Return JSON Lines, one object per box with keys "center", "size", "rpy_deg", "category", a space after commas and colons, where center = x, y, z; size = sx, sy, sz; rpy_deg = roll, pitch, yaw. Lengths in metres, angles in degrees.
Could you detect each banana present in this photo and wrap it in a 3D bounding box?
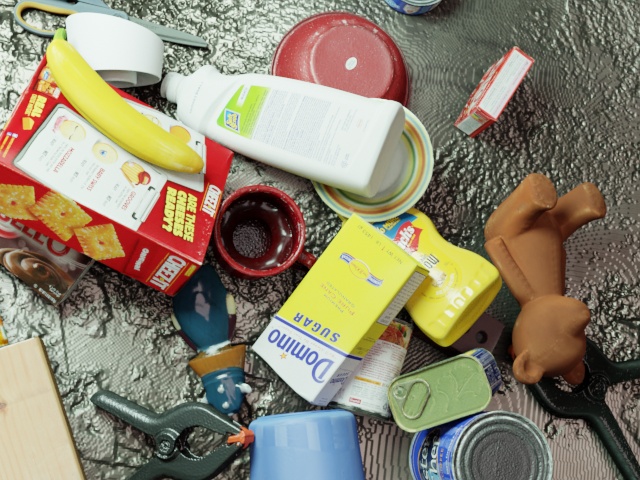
{"center": [-0.194, -0.128, 1.009], "size": [0.198, 0.037, 0.069], "rpy_deg": [45, 41, 0], "category": "banana"}

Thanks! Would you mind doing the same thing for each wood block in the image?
{"center": [-0.278, 0.205, 1.014], "size": [0.090, 0.090, 0.206], "rpy_deg": [-17, 85, -13], "category": "wood block"}

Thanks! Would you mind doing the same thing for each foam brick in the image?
{"center": [0.146, 0.095, 1.142], "size": [0.078, 0.051, 0.053], "rpy_deg": [31, 76, -6], "category": "foam brick"}

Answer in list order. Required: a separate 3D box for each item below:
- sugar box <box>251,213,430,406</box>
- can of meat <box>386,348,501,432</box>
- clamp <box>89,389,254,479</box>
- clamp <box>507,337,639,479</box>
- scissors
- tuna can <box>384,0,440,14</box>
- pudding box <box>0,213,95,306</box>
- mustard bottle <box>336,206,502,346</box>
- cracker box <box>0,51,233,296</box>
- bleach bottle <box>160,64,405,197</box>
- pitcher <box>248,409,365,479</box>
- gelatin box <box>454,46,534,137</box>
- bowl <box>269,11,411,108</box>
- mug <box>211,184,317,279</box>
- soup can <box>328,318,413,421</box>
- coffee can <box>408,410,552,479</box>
{"center": [0.019, 0.070, 1.074], "size": [0.093, 0.048, 0.176], "rpy_deg": [40, 95, 28], "category": "sugar box"}
{"center": [0.127, 0.148, 1.075], "size": [0.102, 0.083, 0.057], "rpy_deg": [-22, 84, 18], "category": "can of meat"}
{"center": [-0.150, 0.209, 1.040], "size": [0.172, 0.039, 0.120], "rpy_deg": [0, 90, 20], "category": "clamp"}
{"center": [0.300, 0.172, 1.169], "size": [0.210, 0.036, 0.164], "rpy_deg": [20, 76, -6], "category": "clamp"}
{"center": [-0.223, -0.254, 1.139], "size": [0.201, 0.016, 0.096], "rpy_deg": [-2, 81, -12], "category": "scissors"}
{"center": [0.106, -0.300, 1.207], "size": [0.086, 0.034, 0.086], "rpy_deg": [2, 81, -12], "category": "tuna can"}
{"center": [-0.275, -0.005, 1.055], "size": [0.113, 0.039, 0.090], "rpy_deg": [38, 110, -5], "category": "pudding box"}
{"center": [0.088, 0.018, 1.113], "size": [0.192, 0.058, 0.096], "rpy_deg": [39, 86, 27], "category": "mustard bottle"}
{"center": [-0.205, -0.064, 1.033], "size": [0.213, 0.072, 0.164], "rpy_deg": [28, 44, -18], "category": "cracker box"}
{"center": [-0.046, -0.130, 1.100], "size": [0.251, 0.068, 0.102], "rpy_deg": [21, 83, 15], "category": "bleach bottle"}
{"center": [0.001, 0.292, 1.049], "size": [0.145, 0.149, 0.243], "rpy_deg": [-7, 79, 6], "category": "pitcher"}
{"center": [0.191, -0.164, 1.183], "size": [0.030, 0.073, 0.089], "rpy_deg": [34, 76, -5], "category": "gelatin box"}
{"center": [0.028, -0.182, 1.161], "size": [0.162, 0.055, 0.162], "rpy_deg": [2, 80, -12], "category": "bowl"}
{"center": [-0.057, 0.001, 1.098], "size": [0.117, 0.082, 0.093], "rpy_deg": [25, 77, -7], "category": "mug"}
{"center": [0.052, 0.130, 1.108], "size": [0.068, 0.068, 0.102], "rpy_deg": [17, 78, -9], "category": "soup can"}
{"center": [0.158, 0.223, 1.078], "size": [0.102, 0.140, 0.103], "rpy_deg": [2, 81, -12], "category": "coffee can"}
